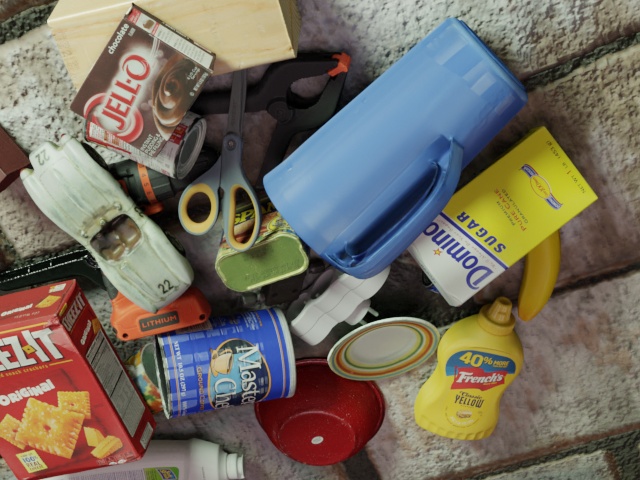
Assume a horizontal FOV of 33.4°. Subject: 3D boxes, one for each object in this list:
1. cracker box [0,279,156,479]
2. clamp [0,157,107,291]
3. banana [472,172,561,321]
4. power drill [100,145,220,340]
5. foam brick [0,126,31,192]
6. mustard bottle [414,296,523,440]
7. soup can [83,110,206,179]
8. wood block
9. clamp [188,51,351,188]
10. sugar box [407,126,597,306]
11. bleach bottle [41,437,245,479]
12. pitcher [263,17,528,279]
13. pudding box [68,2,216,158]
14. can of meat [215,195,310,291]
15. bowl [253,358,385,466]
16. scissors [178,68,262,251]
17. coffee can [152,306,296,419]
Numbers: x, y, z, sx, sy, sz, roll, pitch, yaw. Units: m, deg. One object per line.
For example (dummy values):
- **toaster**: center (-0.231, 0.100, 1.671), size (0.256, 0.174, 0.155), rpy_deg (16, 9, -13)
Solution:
- **cracker box**: center (-0.302, 0.160, 1.172), size (0.164, 0.072, 0.213), rpy_deg (-13, 121, 17)
- **clamp**: center (-0.244, 0.000, 1.158), size (0.210, 0.036, 0.165), rpy_deg (11, 118, -7)
- **banana**: center (0.219, -0.001, 1.124), size (0.070, 0.037, 0.198), rpy_deg (-14, 120, 18)
- **power drill**: center (-0.174, 0.001, 1.117), size (0.184, 0.057, 0.187), rpy_deg (-14, 108, 2)
- **foam brick**: center (-0.344, -0.086, 1.083), size (0.053, 0.051, 0.078), rpy_deg (-37, 94, 25)
- **mustard bottle**: center (0.177, 0.142, 1.213), size (0.096, 0.058, 0.192), rpy_deg (12, 124, -6)
- **soup can**: center (-0.171, -0.109, 1.045), size (0.102, 0.068, 0.069), rpy_deg (23, 124, 7)
- **wood block**: center (-0.130, -0.202, 0.979), size (0.206, 0.090, 0.090), rpy_deg (-11, 124, 11)
- **clamp**: center (-0.048, -0.137, 1.051), size (0.120, 0.039, 0.172), rpy_deg (36, 119, -22)
- **sugar box**: center (0.173, -0.023, 1.048), size (0.176, 0.048, 0.093), rpy_deg (-38, 92, -4)
- **bleach bottle**: center (-0.219, 0.298, 1.347), size (0.251, 0.068, 0.102), rpy_deg (-4, 124, 4)
- **pitcher**: center (0.076, -0.083, 0.997), size (0.243, 0.145, 0.149), rpy_deg (-43, 83, 15)
- **pudding box**: center (-0.157, -0.140, 0.944), size (0.090, 0.039, 0.114), rpy_deg (30, 122, -16)
- **can of meat**: center (-0.057, 0.001, 1.117), size (0.102, 0.084, 0.057), rpy_deg (-19, 121, 17)
- **bowl**: center (-0.003, 0.219, 1.281), size (0.162, 0.055, 0.162), rpy_deg (2, 125, 3)
- **scissors**: center (-0.103, -0.087, 1.050), size (0.096, 0.016, 0.202), rpy_deg (-4, 101, 18)
- **coffee can**: center (-0.107, 0.134, 1.176), size (0.140, 0.103, 0.103), rpy_deg (-8, 126, -14)
